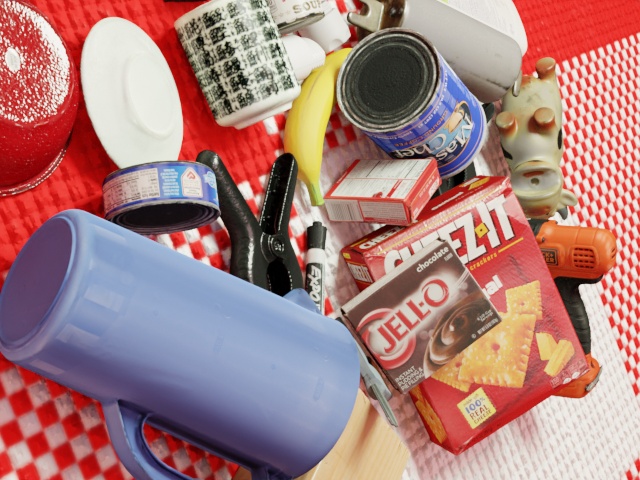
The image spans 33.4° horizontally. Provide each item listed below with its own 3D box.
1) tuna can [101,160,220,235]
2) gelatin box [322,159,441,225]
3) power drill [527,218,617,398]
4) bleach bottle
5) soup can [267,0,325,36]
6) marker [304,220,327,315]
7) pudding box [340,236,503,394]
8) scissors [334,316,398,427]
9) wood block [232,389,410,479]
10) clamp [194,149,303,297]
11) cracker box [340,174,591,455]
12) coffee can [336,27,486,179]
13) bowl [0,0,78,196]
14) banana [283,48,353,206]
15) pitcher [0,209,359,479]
[{"bbox_3d":[-0.119,-0.031,0.793,0.085,0.086,0.034,7,70,-47],"label":"tuna can"},{"bbox_3d":[0.058,-0.046,0.995,0.073,0.089,0.030,-52,135,-44],"label":"gelatin box"},{"bbox_3d":[0.215,0.066,1.104,0.057,0.185,0.187,-39,127,-49],"label":"power drill"},{"bbox_3d":[0.118,-0.265,1.160,0.250,0.068,0.102,19,44,-38],"label":"bleach bottle"},{"bbox_3d":[-0.043,-0.240,0.965,0.068,0.069,0.102,-25,97,-50],"label":"soup can"},{"bbox_3d":[-0.005,0.040,0.949,0.020,0.020,0.121,23,61,-43],"label":"marker"},{"bbox_3d":[0.087,0.065,0.935,0.113,0.039,0.090,-37,101,-4],"label":"pudding box"},{"bbox_3d":[0.035,0.106,0.889,0.096,0.016,0.201,55,0,5],"label":"scissors"},{"bbox_3d":[-0.019,0.220,0.817,0.090,0.090,0.205,53,44,-24],"label":"wood block"},{"bbox_3d":[-0.056,0.001,0.889,0.120,0.039,0.171,7,72,-46],"label":"clamp"},{"bbox_3d":[0.141,0.068,1.009,0.164,0.072,0.213,-28,101,-14],"label":"cracker box"},{"bbox_3d":[0.090,-0.127,1.021,0.140,0.103,0.103,31,53,-60],"label":"coffee can"},{"bbox_3d":[-0.222,-0.113,0.728,0.161,0.055,0.162,20,63,-43],"label":"bowl"},{"bbox_3d":[0.003,-0.126,1.007,0.069,0.037,0.197,62,38,-45],"label":"banana"},{"bbox_3d":[-0.099,0.083,0.747,0.242,0.145,0.149,29,14,-35],"label":"pitcher"}]
